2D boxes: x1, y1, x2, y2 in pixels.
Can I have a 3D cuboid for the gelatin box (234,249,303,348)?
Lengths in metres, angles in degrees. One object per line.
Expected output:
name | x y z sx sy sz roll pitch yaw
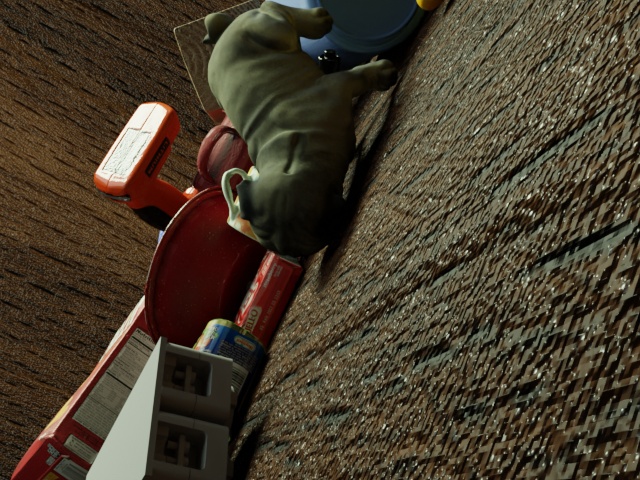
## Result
gelatin box | -0.045 0.045 0.891 0.073 0.030 0.089 -64 6 3

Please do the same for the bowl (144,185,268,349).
bowl | -0.086 0.035 0.959 0.161 0.055 0.162 -41 -40 -46

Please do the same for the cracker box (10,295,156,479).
cracker box | -0.219 0.163 1.109 0.164 0.072 0.213 -44 12 52

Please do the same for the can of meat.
can of meat | -0.089 0.121 0.841 0.102 0.057 0.083 -53 10 54

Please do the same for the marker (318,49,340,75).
marker | 0.006 -0.105 0.920 0.020 0.020 0.121 -77 -9 -62

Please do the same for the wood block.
wood block | -0.092 -0.185 1.142 0.091 0.090 0.206 -21 3 -2

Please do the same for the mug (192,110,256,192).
mug | -0.078 -0.073 1.035 0.081 0.093 0.117 -62 -30 2

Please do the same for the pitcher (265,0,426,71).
pitcher | 0.027 -0.235 0.989 0.145 0.149 0.243 -24 10 -4

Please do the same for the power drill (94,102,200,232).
power drill | -0.132 -0.057 1.098 0.057 0.187 0.184 13 67 40
